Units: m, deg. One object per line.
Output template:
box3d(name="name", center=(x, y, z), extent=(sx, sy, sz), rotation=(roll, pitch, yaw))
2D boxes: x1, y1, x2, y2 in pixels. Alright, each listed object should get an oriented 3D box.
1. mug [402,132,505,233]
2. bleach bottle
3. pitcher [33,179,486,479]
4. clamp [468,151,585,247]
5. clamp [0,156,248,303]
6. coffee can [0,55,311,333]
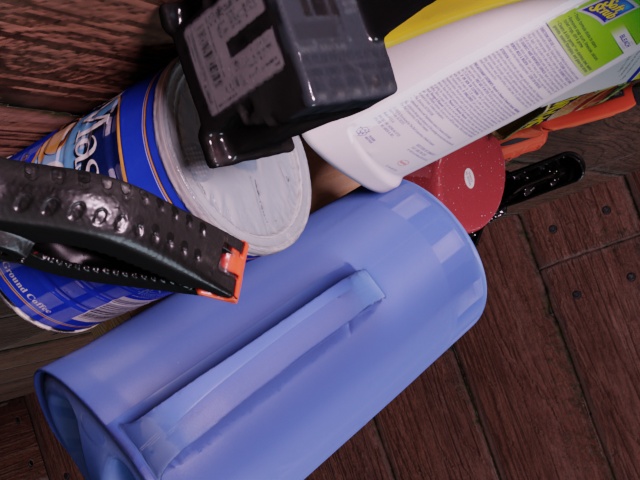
box3d(name="mug", center=(0.084, -0.058, 0.778), extent=(0.082, 0.117, 0.093), rotation=(7, 154, 46))
box3d(name="bleach bottle", center=(0.111, -0.107, 0.526), extent=(0.251, 0.068, 0.102), rotation=(-23, 155, 24))
box3d(name="pitcher", center=(-0.020, 0.061, 0.584), extent=(0.242, 0.145, 0.149), rotation=(-34, -142, -27))
box3d(name="clamp", center=(0.144, -0.037, 0.873), extent=(0.120, 0.039, 0.171), rotation=(-25, -170, -2))
box3d(name="clamp", center=(-0.127, -0.015, 0.414), extent=(0.209, 0.036, 0.165), rotation=(14, 164, -11))
box3d(name="coffee can", center=(-0.090, -0.021, 0.535), extent=(0.141, 0.103, 0.102), rotation=(-22, 174, 33))
